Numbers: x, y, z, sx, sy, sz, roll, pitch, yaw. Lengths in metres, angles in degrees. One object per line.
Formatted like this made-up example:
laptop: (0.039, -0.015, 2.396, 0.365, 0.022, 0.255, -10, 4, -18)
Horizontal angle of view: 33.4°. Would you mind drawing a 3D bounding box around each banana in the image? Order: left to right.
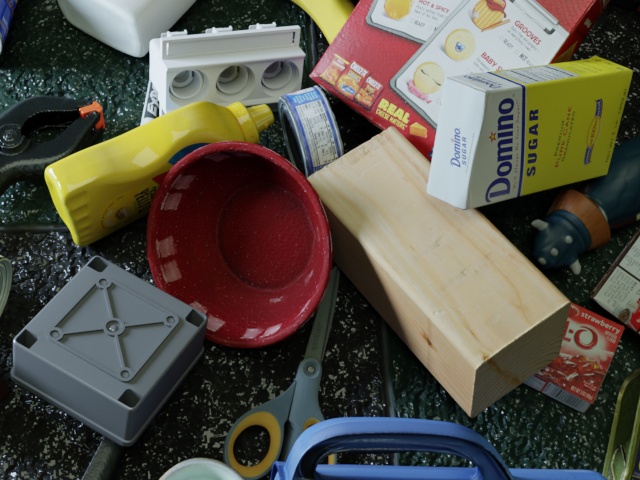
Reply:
banana: (-0.004, -0.206, 0.984, 0.198, 0.037, 0.070, 44, 99, 20)

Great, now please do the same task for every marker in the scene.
marker: (-0.146, -0.119, 0.941, 0.020, 0.020, 0.121, 7, 64, 0)

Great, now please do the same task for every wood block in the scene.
wood block: (0.086, 0.021, 0.826, 0.090, 0.091, 0.206, -32, 60, -15)

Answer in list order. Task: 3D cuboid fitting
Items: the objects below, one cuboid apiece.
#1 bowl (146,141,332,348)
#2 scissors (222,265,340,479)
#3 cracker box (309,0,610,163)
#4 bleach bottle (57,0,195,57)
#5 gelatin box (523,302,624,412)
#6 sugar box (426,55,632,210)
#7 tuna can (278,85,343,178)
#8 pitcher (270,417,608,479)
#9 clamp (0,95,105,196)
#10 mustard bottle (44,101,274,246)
bowl: (-0.056, 0.001, 0.842, 0.162, 0.055, 0.162, 4, 99, 23)
scissors: (-0.028, 0.109, 0.835, 0.096, 0.016, 0.202, 4, 63, -11)
cracker box: (0.120, -0.174, 0.884, 0.164, 0.072, 0.214, 37, 98, 14)
bleach bottle: (-0.130, -0.285, 1.000, 0.103, 0.068, 0.250, 29, 64, 14)
gelatin box: (0.187, 0.084, 0.854, 0.089, 0.030, 0.073, 26, 66, 9)
sugar box: (0.162, -0.084, 0.812, 0.175, 0.093, 0.048, -16, 33, -40)
tuna can: (-0.008, -0.084, 0.895, 0.033, 0.086, 0.086, -16, 66, -9)
pitcher: (0.083, 0.206, 0.730, 0.242, 0.149, 0.145, -1, 65, -7)
clamp: (-0.271, -0.084, 0.908, 0.171, 0.039, 0.120, -32, 74, -23)
mustard bottle: (-0.125, -0.066, 0.874, 0.191, 0.096, 0.058, -27, 68, -15)
